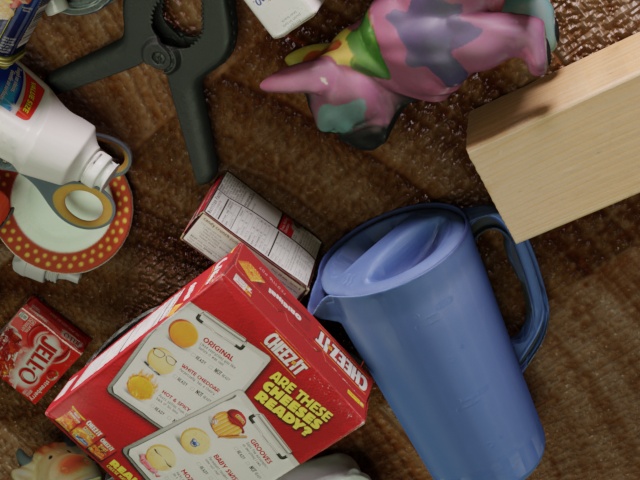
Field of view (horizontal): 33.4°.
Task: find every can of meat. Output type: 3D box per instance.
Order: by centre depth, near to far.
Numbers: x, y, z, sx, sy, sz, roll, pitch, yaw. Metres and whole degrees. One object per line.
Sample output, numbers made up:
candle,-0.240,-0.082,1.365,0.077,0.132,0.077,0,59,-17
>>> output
can of meat,-0.253,-0.196,0.801,0.102,0.057,0.084,35,117,-7

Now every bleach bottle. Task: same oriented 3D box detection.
bleach bottle,-0.274,-0.123,0.872,0.251,0.102,0.068,33,123,-4

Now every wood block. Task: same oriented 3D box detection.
wood block,0.223,-0.090,0.806,0.206,0.090,0.091,-24,110,21

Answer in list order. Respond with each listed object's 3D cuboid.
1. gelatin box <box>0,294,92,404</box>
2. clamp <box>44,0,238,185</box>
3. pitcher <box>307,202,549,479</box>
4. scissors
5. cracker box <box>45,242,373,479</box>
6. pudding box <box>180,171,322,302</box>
gelatin box,-0.278,0.106,1.036,0.073,0.030,0.089,41,117,-11
clamp,-0.134,-0.155,0.860,0.164,0.036,0.210,24,129,-1
pitcher,0.113,0.094,0.907,0.149,0.144,0.243,-7,121,38
scissors,-0.262,-0.053,0.926,0.201,0.016,0.096,-3,109,0
cracker box,-0.090,0.127,0.870,0.214,0.072,0.164,-37,104,24
pudding box,-0.056,0.001,0.906,0.113,0.090,0.039,36,116,-8
